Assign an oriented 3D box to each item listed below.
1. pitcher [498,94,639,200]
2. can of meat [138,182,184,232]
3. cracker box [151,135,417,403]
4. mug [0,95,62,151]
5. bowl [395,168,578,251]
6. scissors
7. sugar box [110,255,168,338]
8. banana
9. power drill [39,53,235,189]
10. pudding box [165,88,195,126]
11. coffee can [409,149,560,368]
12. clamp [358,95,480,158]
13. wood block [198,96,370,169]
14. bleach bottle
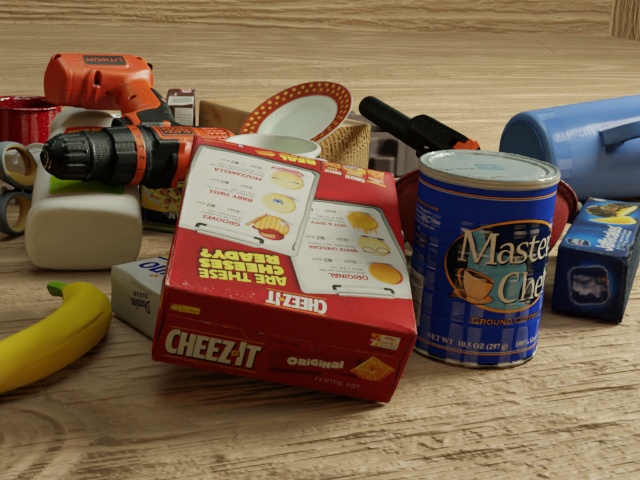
[{"bbox_3d":[0.346,-0.112,1.278,0.242,0.149,0.145,-7,38,-23],"label":"pitcher"},{"bbox_3d":[-0.132,-0.054,1.062,0.102,0.084,0.057,8,17,14],"label":"can of meat"},{"bbox_3d":[-0.026,0.013,0.765,0.164,0.072,0.213,11,32,-8],"label":"cracker box"},{"bbox_3d":[-0.345,-0.126,1.264,0.093,0.081,0.117,4,17,2],"label":"mug"},{"bbox_3d":[0.135,-0.008,0.901,0.162,0.055,0.162,5,-23,2],"label":"bowl"},{"bbox_3d":[-0.277,-0.037,1.065,0.016,0.096,0.201,2,-15,14],"label":"scissors"},{"bbox_3d":[-0.066,0.036,0.841,0.175,0.048,0.093,-9,22,-40],"label":"sugar box"},{"bbox_3d":[-0.188,0.066,0.737,0.070,0.037,0.197,-12,13,11],"label":"banana"},{"bbox_3d":[-0.189,-0.109,0.980,0.184,0.057,0.188,-2,35,-35],"label":"power drill"},{"bbox_3d":[-0.173,-0.136,1.320,0.039,0.090,0.113,1,17,-4],"label":"pudding box"},{"bbox_3d":[0.119,0.011,0.797,0.103,0.140,0.103,3,16,-1],"label":"coffee can"},{"bbox_3d":[0.129,-0.090,1.140,0.164,0.036,0.210,43,-4,-18],"label":"clamp"},{"bbox_3d":[-0.047,-0.108,1.256,0.090,0.090,0.206,-12,22,-42],"label":"wood block"},{"bbox_3d":[-0.227,-0.066,1.008,0.102,0.068,0.251,1,31,-16],"label":"bleach bottle"}]
